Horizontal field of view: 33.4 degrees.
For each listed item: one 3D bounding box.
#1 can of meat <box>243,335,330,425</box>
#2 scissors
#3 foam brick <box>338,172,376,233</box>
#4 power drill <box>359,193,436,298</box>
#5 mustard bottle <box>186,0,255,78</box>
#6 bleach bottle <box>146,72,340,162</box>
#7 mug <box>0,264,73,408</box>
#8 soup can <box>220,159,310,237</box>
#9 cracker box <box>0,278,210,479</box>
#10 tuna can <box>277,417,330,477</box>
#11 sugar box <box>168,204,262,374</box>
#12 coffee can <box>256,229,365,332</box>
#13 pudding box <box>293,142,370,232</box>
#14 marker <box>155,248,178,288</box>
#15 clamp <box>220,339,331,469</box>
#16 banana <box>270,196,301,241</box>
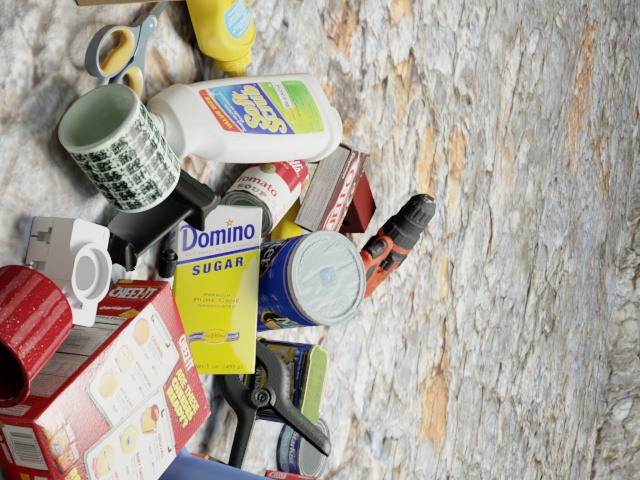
[{"bbox_3d":[-0.042,0.169,1.272,0.057,0.084,0.102,31,66,-59],"label":"can of meat"},{"bbox_3d":[-0.172,-0.193,1.057,0.201,0.016,0.096,-53,143,-54],"label":"scissors"},{"bbox_3d":[0.035,-0.055,1.424,0.051,0.053,0.078,-61,143,-38],"label":"foam brick"},{"bbox_3d":[0.060,0.019,1.389,0.187,0.057,0.185,-15,146,-55],"label":"power drill"},{"bbox_3d":[-0.107,-0.252,1.117,0.096,0.058,0.191,-74,157,-49],"label":"mustard bottle"},{"bbox_3d":[-0.091,-0.121,1.125,0.250,0.068,0.102,-15,79,-48],"label":"bleach bottle"},{"bbox_3d":[-0.262,0.065,0.857,0.117,0.093,0.081,43,40,-10],"label":"mug"},{"bbox_3d":[-0.063,-0.057,1.222,0.102,0.069,0.068,-55,139,-44],"label":"soup can"},{"bbox_3d":[-0.200,0.160,0.987,0.213,0.072,0.164,-51,137,-49],"label":"cracker box"},{"bbox_3d":[-0.021,0.268,1.376,0.086,0.034,0.086,-13,104,-61],"label":"tuna can"},{"bbox_3d":[-0.113,0.050,1.118,0.093,0.048,0.176,2,94,-20],"label":"sugar box"},{"bbox_3d":[-0.033,0.047,1.181,0.102,0.141,0.103,7,79,-38],"label":"coffee can"},{"bbox_3d":[0.015,-0.063,1.295,0.113,0.039,0.090,-69,166,7],"label":"pudding box"},{"bbox_3d":[-0.158,0.058,1.056,0.020,0.020,0.121,-44,156,-52],"label":"marker"},{"bbox_3d":[-0.056,0.184,1.210,0.039,0.120,0.171,123,-40,-69],"label":"clamp"},{"bbox_3d":[-0.053,0.014,1.283,0.069,0.037,0.197,51,49,-54],"label":"banana"}]
